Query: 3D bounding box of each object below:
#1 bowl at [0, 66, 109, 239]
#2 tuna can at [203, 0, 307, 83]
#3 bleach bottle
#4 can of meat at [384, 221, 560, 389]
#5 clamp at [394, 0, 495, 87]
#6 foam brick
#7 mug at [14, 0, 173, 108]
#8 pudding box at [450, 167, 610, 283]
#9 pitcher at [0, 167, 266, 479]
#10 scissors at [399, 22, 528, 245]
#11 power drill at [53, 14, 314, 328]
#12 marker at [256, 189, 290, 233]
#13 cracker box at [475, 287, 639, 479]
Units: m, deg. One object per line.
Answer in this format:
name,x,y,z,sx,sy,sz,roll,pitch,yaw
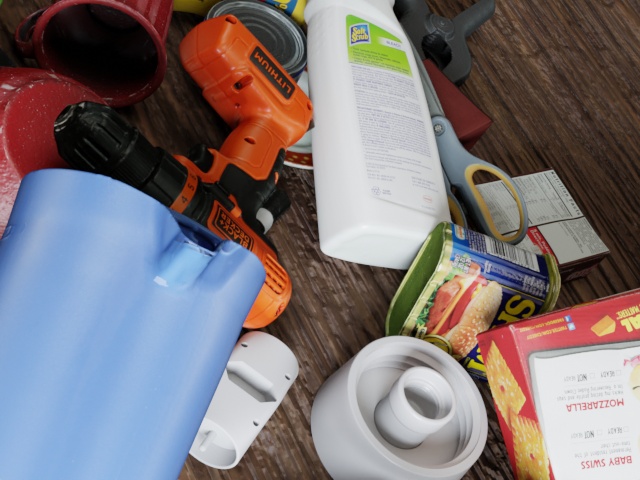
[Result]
bowl,-0.165,-0.045,0.653,0.161,0.055,0.162,23,54,-36
tuna can,-0.053,-0.144,0.813,0.086,0.034,0.086,14,49,-17
bleach bottle,0.039,-0.109,0.797,0.102,0.068,0.251,10,65,-33
can of meat,0.101,0.043,0.731,0.084,0.102,0.057,20,32,-10
clamp,0.109,-0.185,0.960,0.120,0.039,0.171,11,57,-15
foam brick,0.089,-0.099,0.871,0.078,0.053,0.051,46,47,12
mug,-0.162,-0.154,0.765,0.117,0.093,0.081,-7,44,11
pudding box,0.163,-0.007,0.848,0.113,0.039,0.090,-11,60,-36
pitcher,-0.131,0.099,0.517,0.145,0.149,0.242,14,69,16
scissors,0.081,-0.067,0.821,0.202,0.096,0.016,55,11,20
power drill,-0.076,-0.061,0.681,0.184,0.057,0.187,48,38,-30
marker,-0.055,0.001,0.737,0.020,0.020,0.121,37,46,3
cracker box,0.207,0.138,0.661,0.164,0.072,0.214,-13,83,-13
